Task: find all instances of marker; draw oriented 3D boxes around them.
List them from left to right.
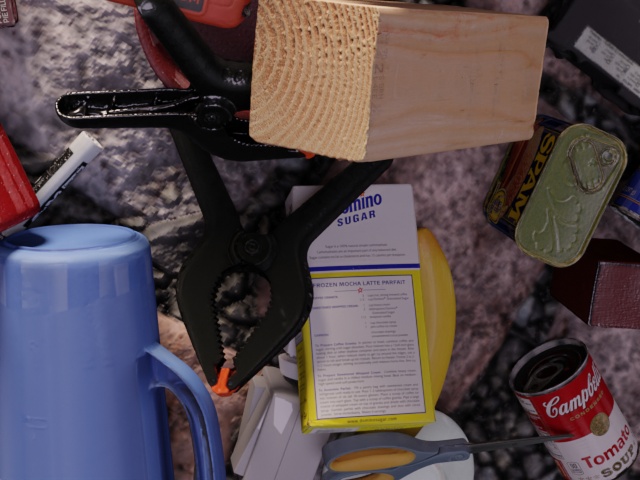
[{"bbox_3d":[-0.203,-0.029,0.762,0.121,0.020,0.020,-46,108,3],"label":"marker"}]

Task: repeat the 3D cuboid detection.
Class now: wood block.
[{"bbox_3d":[0.057,-0.108,0.695,0.205,0.091,0.090,-12,112,-51],"label":"wood block"}]

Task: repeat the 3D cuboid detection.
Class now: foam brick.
[{"bbox_3d":[0.219,0.032,0.827,0.053,0.078,0.051,4,104,-10],"label":"foam brick"}]

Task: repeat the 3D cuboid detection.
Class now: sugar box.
[{"bbox_3d":[0.027,0.048,0.775,0.093,0.048,0.176,-1,74,-11],"label":"sugar box"}]

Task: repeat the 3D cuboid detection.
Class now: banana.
[{"bbox_3d":[0.069,0.091,0.829,0.069,0.037,0.198,19,94,-26],"label":"banana"}]

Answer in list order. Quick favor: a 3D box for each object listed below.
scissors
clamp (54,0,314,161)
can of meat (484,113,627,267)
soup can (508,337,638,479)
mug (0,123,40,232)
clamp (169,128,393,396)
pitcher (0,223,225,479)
[{"bbox_3d":[0.087,0.168,0.811,0.201,0.016,0.096,5,143,-26],"label":"scissors"},{"bbox_3d":[-0.070,-0.098,0.679,0.171,0.039,0.120,10,146,-26],"label":"clamp"},{"bbox_3d":[0.171,-0.041,0.796,0.057,0.084,0.102,21,100,-15],"label":"can of meat"},{"bbox_3d":[0.204,0.139,0.857,0.068,0.068,0.102,-32,108,-1],"label":"soup can"},{"bbox_3d":[-0.239,-0.037,0.697,0.093,0.117,0.081,-25,99,0],"label":"mug"},{"bbox_3d":[-0.055,0.001,0.741,0.164,0.036,0.210,18,78,6],"label":"clamp"},{"bbox_3d":[-0.159,0.116,0.751,0.149,0.145,0.243,-6,103,-26],"label":"pitcher"}]
